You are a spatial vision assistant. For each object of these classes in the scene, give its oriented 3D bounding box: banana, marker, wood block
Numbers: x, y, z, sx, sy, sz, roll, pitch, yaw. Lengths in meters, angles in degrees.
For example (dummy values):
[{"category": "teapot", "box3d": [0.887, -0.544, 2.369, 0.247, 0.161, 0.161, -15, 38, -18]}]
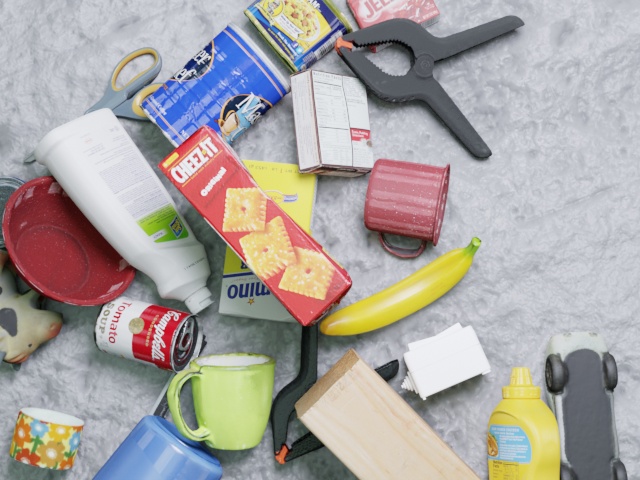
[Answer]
[{"category": "banana", "box3d": [0.091, 0.056, 1.174, 0.198, 0.069, 0.037, -31, 55, 0]}, {"category": "marker", "box3d": [-0.163, 0.159, 1.207, 0.020, 0.020, 0.121, 29, 87, 7]}, {"category": "wood block", "box3d": [0.077, 0.221, 1.125, 0.090, 0.091, 0.206, -45, 94, -2]}]

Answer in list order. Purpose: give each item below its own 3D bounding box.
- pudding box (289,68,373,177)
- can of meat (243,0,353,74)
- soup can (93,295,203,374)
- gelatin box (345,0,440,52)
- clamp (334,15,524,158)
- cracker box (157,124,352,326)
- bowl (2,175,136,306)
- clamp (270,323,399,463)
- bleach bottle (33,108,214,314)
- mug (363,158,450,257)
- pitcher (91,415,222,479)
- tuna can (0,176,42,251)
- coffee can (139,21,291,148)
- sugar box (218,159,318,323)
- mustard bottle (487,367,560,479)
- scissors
[{"category": "pudding box", "box3d": [0.013, -0.130, 1.190, 0.039, 0.089, 0.113, -15, 78, 45]}, {"category": "can of meat", "box3d": [-0.026, -0.251, 1.224, 0.084, 0.057, 0.102, -40, 82, 1]}, {"category": "soup can", "box3d": [-0.190, 0.103, 1.182, 0.102, 0.068, 0.068, 13, 85, 20]}, {"category": "gelatin box", "box3d": [0.082, -0.269, 1.229, 0.089, 0.030, 0.073, -26, 82, 1]}, {"category": "clamp", "box3d": [0.122, -0.203, 1.199, 0.210, 0.036, 0.164, 21, 88, -5]}, {"category": "cracker box", "box3d": [-0.059, -0.010, 1.099, 0.072, 0.164, 0.214, -42, 85, -1]}, {"category": "bowl", "box3d": [-0.287, 0.010, 1.191, 0.055, 0.161, 0.162, -38, 79, 42]}, {"category": "clamp", "box3d": [-0.008, 0.164, 1.184, 0.120, 0.039, 0.171, 40, 84, 8]}, {"category": "bleach bottle", "box3d": [-0.207, -0.023, 1.191, 0.102, 0.068, 0.251, -33, 87, -43]}, {"category": "mug", "box3d": [0.094, -0.035, 1.181, 0.081, 0.093, 0.117, 10, 121, 10]}, {"category": "pitcher", "box3d": [-0.207, 0.319, 1.147, 0.145, 0.149, 0.243, 34, 84, 27]}, {"category": "tuna can", "box3d": [-0.362, -0.031, 1.238, 0.086, 0.033, 0.086, -1, 84, 5]}, {"category": "coffee can", "box3d": [-0.118, -0.160, 1.197, 0.140, 0.103, 0.103, -42, 82, -1]}, {"category": "sugar box", "box3d": [-0.058, 0.001, 1.203, 0.093, 0.048, 0.176, 5, 83, 5]}, {"category": "mustard bottle", "box3d": [0.215, 0.231, 1.131, 0.058, 0.096, 0.191, 2, 82, -23]}, {"category": "scissors", "box3d": [-0.248, -0.138, 1.249, 0.096, 0.016, 0.202, 41, 89, 8]}]
